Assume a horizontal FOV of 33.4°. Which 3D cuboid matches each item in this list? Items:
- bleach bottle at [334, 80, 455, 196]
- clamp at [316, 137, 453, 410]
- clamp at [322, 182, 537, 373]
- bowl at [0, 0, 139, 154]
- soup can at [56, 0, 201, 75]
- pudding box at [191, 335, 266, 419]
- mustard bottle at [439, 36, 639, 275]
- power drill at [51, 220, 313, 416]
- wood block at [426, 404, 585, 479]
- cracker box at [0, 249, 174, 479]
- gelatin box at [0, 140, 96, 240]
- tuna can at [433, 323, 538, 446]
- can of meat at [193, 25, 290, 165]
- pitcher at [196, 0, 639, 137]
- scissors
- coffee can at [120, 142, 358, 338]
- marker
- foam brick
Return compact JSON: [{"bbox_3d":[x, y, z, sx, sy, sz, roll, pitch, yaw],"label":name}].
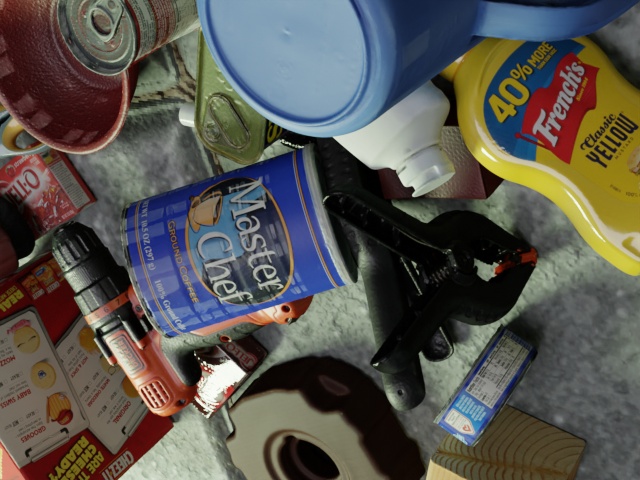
[{"bbox_3d":[0.013,-0.145,0.645,0.103,0.067,0.251,-38,77,45],"label":"bleach bottle"},{"bbox_3d":[0.040,0.010,0.729,0.036,0.164,0.210,-20,97,14],"label":"clamp"},{"bbox_3d":[0.079,0.028,0.683,0.039,0.171,0.120,-25,65,50],"label":"clamp"},{"bbox_3d":[-0.198,-0.152,0.843,0.162,0.055,0.162,18,127,26],"label":"bowl"},{"bbox_3d":[-0.125,-0.166,0.750,0.069,0.102,0.068,18,127,26],"label":"soup can"},{"bbox_3d":[-0.114,0.094,0.951,0.113,0.039,0.090,44,134,5],"label":"pudding box"},{"bbox_3d":[0.140,-0.072,0.630,0.192,0.096,0.058,39,175,11],"label":"mustard bottle"},{"bbox_3d":[-0.113,0.035,0.868,0.188,0.057,0.184,-29,99,27],"label":"power drill"},{"bbox_3d":[0.128,0.236,0.834,0.091,0.090,0.206,24,129,23],"label":"wood block"},{"bbox_3d":[-0.261,0.139,1.000,0.072,0.163,0.213,-20,105,43],"label":"cracker box"},{"bbox_3d":[-0.256,-0.045,0.971,0.089,0.030,0.073,-25,101,42],"label":"gelatin box"},{"bbox_3d":[0.118,0.104,0.759,0.034,0.086,0.086,35,132,11],"label":"tuna can"},{"bbox_3d":[-0.038,-0.116,0.733,0.057,0.083,0.102,24,129,21],"label":"can of meat"},{"bbox_3d":[0.060,-0.147,0.533,0.149,0.242,0.145,-14,112,47],"label":"pitcher"},{"bbox_3d":[-0.304,-0.086,0.929,0.202,0.016,0.096,-27,85,13],"label":"scissors"},{"bbox_3d":[-0.055,0.001,0.751,0.140,0.103,0.103,-17,110,8],"label":"coffee can"},{"bbox_3d":[-0.054,-0.086,0.808,0.121,0.020,0.020,15,125,28],"label":"marker"},{"bbox_3d":[0.080,-0.061,0.706,0.078,0.051,0.053,3,118,34],"label":"foam brick"}]
